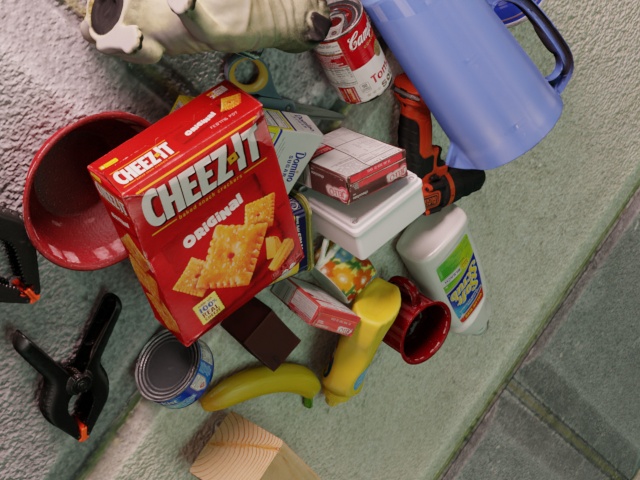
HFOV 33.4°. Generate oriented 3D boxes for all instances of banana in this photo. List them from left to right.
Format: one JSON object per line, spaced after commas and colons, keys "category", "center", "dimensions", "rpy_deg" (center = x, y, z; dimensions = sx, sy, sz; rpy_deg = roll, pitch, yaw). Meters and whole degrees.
{"category": "banana", "center": [-0.061, 0.184, 1.331], "dimensions": [0.197, 0.037, 0.070], "rpy_deg": [10, 106, -46]}

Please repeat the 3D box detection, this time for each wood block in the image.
{"category": "wood block", "center": [-0.065, 0.306, 1.338], "dimensions": [0.090, 0.091, 0.206], "rpy_deg": [-55, 145, -16]}

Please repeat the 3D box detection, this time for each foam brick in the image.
{"category": "foam brick", "center": [-0.071, 0.109, 1.267], "dimensions": [0.053, 0.051, 0.078], "rpy_deg": [-48, 137, -10]}

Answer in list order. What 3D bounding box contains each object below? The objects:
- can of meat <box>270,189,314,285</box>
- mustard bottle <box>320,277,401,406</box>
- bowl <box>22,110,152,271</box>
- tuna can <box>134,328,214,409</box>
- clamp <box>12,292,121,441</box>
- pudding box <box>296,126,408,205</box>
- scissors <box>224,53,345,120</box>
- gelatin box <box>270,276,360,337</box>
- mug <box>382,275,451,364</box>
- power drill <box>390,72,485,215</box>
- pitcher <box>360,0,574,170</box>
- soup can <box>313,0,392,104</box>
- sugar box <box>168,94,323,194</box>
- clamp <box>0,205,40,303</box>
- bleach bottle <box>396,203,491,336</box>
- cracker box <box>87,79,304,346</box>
{"category": "can of meat", "center": [-0.058, 0.002, 1.212], "dimensions": [0.083, 0.058, 0.102], "rpy_deg": [-24, 128, -30]}
{"category": "mustard bottle", "center": [0.043, 0.144, 1.368], "dimensions": [0.096, 0.058, 0.192], "rpy_deg": [-61, 174, -54]}
{"category": "bowl", "center": [-0.222, -0.054, 1.023], "dimensions": [0.161, 0.055, 0.162], "rpy_deg": [-23, 127, -33]}
{"category": "tuna can", "center": [-0.160, 0.141, 1.176], "dimensions": [0.086, 0.086, 0.033], "rpy_deg": [-54, 140, -5]}
{"category": "clamp", "center": [-0.252, 0.134, 1.120], "dimensions": [0.120, 0.039, 0.171], "rpy_deg": [-26, 135, -25]}
{"category": "pudding box", "center": [0.028, -0.086, 1.200], "dimensions": [0.089, 0.114, 0.039], "rpy_deg": [-26, 126, -31]}
{"category": "scissors", "center": [-0.041, -0.163, 1.159], "dimensions": [0.201, 0.016, 0.096], "rpy_deg": [-14, 127, -38]}
{"category": "gelatin box", "center": [-0.006, 0.078, 1.279], "dimensions": [0.073, 0.089, 0.030], "rpy_deg": [21, 102, -45]}
{"category": "mug", "center": [0.111, 0.096, 1.410], "dimensions": [0.093, 0.082, 0.117], "rpy_deg": [-33, 133, -26]}
{"category": "power drill", "center": [0.146, -0.122, 1.332], "dimensions": [0.184, 0.057, 0.188], "rpy_deg": [-19, 126, -35]}
{"category": "pitcher", "center": [0.161, -0.212, 1.183], "dimensions": [0.242, 0.145, 0.149], "rpy_deg": [50, 49, -23]}
{"category": "soup can", "center": [0.031, -0.206, 1.165], "dimensions": [0.068, 0.069, 0.102], "rpy_deg": [-46, 137, -13]}
{"category": "sugar box", "center": [-0.089, -0.095, 1.120], "dimensions": [0.175, 0.048, 0.093], "rpy_deg": [1, 131, -47]}
{"category": "clamp", "center": [-0.330, -0.001, 0.965], "dimensions": [0.164, 0.036, 0.210], "rpy_deg": [-42, 136, -18]}
{"category": "bleach bottle", "center": [0.189, 0.055, 1.476], "dimensions": [0.102, 0.068, 0.250], "rpy_deg": [-48, 139, -10]}
{"category": "cracker box", "center": [-0.112, -0.023, 1.047], "dimensions": [0.164, 0.072, 0.213], "rpy_deg": [-36, 138, -21]}
